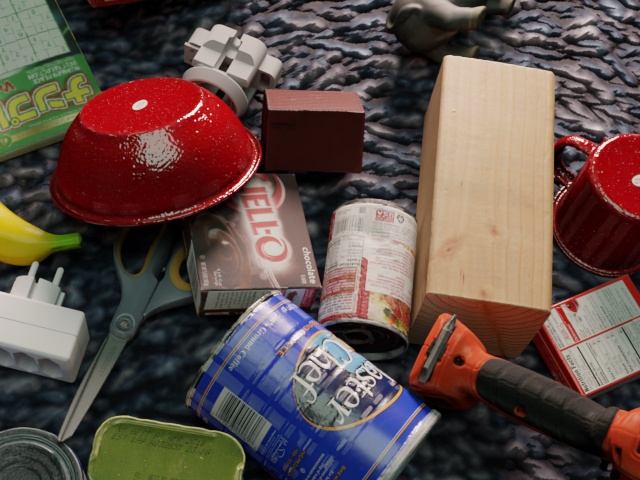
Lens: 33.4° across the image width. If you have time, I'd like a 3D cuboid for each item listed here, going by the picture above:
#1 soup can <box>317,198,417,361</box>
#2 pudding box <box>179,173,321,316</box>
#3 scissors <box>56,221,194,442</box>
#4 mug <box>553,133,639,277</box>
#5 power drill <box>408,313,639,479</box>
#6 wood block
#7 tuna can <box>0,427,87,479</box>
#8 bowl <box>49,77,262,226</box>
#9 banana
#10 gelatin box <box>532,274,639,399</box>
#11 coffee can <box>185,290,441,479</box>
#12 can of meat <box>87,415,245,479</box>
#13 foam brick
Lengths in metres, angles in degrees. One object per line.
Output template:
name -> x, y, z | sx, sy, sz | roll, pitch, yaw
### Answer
soup can -> 0.035, 0.029, 0.788 | 0.068, 0.068, 0.102 | 9, 62, -2
pudding box -> -0.055, 0.001, 0.793 | 0.090, 0.039, 0.113 | -1, 55, -17
scissors -> -0.121, 0.060, 0.769 | 0.096, 0.016, 0.201 | 10, 54, -7
mug -> 0.228, -0.038, 0.837 | 0.093, 0.081, 0.117 | -36, 72, -22
power drill -> 0.163, 0.120, 0.721 | 0.188, 0.184, 0.057 | 22, 78, 25
wood block -> 0.123, -0.027, 0.815 | 0.090, 0.091, 0.206 | 9, 62, -3
tuna can -> -0.198, 0.168, 0.707 | 0.086, 0.034, 0.086 | 3, 63, -5
bowl -> -0.127, -0.076, 0.790 | 0.162, 0.055, 0.162 | -6, 34, 4
banana -> -0.260, -0.047, 0.808 | 0.069, 0.037, 0.198 | -36, 74, -18
gelatin box -> 0.210, 0.076, 0.806 | 0.089, 0.030, 0.073 | -21, 68, -16
coffee can -> -0.005, 0.116, 0.718 | 0.140, 0.103, 0.102 | 37, 64, 12
can of meat -> -0.099, 0.156, 0.697 | 0.102, 0.084, 0.057 | 9, 62, -2
foam brick -> -0.007, -0.087, 0.840 | 0.078, 0.053, 0.051 | 2, 26, -6
